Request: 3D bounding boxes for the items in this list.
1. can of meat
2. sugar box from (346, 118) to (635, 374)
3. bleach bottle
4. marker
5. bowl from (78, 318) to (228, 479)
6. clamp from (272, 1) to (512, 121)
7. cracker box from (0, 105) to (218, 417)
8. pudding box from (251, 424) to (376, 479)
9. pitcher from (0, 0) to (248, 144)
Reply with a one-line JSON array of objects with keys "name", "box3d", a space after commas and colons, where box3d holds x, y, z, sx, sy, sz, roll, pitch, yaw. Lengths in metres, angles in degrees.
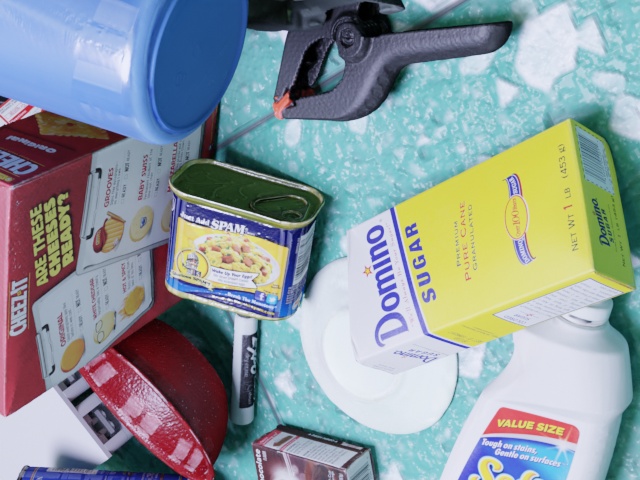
[{"name": "can of meat", "box3d": [-0.055, 0.001, 0.732, 0.102, 0.057, 0.084, 16, 120, 10]}, {"name": "sugar box", "box3d": [0.089, 0.009, 0.614, 0.177, 0.048, 0.093, -26, 55, 39]}, {"name": "bleach bottle", "box3d": [0.122, 0.132, 0.651, 0.103, 0.067, 0.251, 26, 119, 30]}, {"name": "marker", "box3d": [-0.057, 0.083, 0.803, 0.020, 0.020, 0.121, 21, 119, 32]}, {"name": "bowl", "box3d": [-0.123, 0.111, 0.821, 0.162, 0.055, 0.162, 36, 152, 22]}, {"name": "clamp", "box3d": [0.026, -0.135, 0.641, 0.172, 0.039, 0.120, -27, 78, 39]}, {"name": "cracker box", "box3d": [-0.160, -0.008, 0.719, 0.072, 0.213, 0.164, 22, 120, 22]}, {"name": "pudding box", "box3d": [0.000, 0.200, 0.789, 0.090, 0.039, 0.113, 7, 111, 38]}, {"name": "pitcher", "box3d": [-0.164, -0.133, 0.582, 0.243, 0.149, 0.145, 22, 111, 18]}]
